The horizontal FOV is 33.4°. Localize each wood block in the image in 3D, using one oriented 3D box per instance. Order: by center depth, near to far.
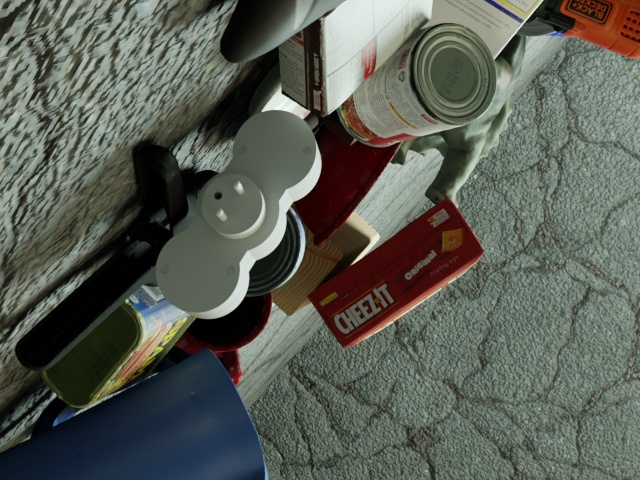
[{"bbox_3d":[-0.012,0.006,1.157,0.090,0.091,0.206,-49,173,12],"label":"wood block"}]

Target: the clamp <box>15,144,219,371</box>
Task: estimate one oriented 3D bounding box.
[{"bbox_3d":[-0.112,0.006,0.705,0.165,0.036,0.209,-52,172,13],"label":"clamp"}]

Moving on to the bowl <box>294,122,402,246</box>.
[{"bbox_3d":[0.021,-0.076,0.927,0.162,0.055,0.162,-54,-172,11],"label":"bowl"}]

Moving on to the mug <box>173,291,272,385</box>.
[{"bbox_3d":[-0.092,0.072,0.942,0.093,0.117,0.082,-15,167,-19],"label":"mug"}]

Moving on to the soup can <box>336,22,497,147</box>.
[{"bbox_3d":[0.063,-0.104,0.722,0.068,0.068,0.102,-45,-163,-22],"label":"soup can"}]

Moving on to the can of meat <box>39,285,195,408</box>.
[{"bbox_3d":[-0.148,0.069,0.786,0.102,0.057,0.083,-49,171,22],"label":"can of meat"}]

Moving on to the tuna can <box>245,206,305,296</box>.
[{"bbox_3d":[-0.056,0.001,0.850,0.086,0.086,0.033,-48,175,5],"label":"tuna can"}]

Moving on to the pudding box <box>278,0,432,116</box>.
[{"bbox_3d":[0.023,-0.140,0.632,0.113,0.039,0.090,-47,157,-24],"label":"pudding box"}]

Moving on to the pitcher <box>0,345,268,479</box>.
[{"bbox_3d":[-0.172,0.184,0.839,0.242,0.145,0.149,-23,-177,-16],"label":"pitcher"}]

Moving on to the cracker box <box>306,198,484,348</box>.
[{"bbox_3d":[0.080,0.038,1.094,0.164,0.072,0.213,-35,175,2],"label":"cracker box"}]
